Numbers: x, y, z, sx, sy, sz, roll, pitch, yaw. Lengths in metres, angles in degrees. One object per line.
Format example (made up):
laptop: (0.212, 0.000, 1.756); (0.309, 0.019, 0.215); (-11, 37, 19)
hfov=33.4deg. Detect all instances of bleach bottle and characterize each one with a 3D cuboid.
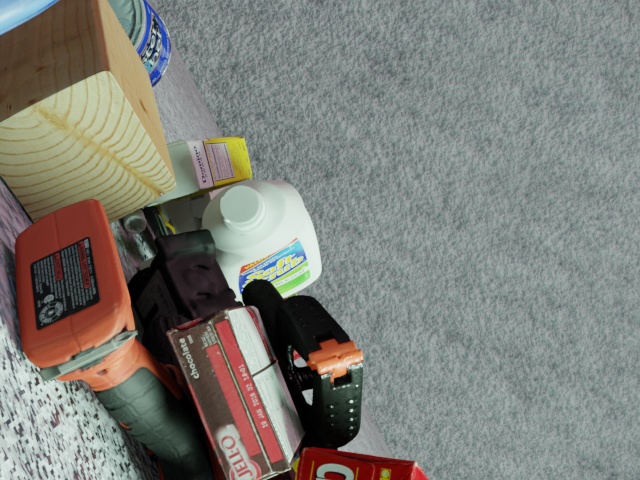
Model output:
bleach bottle: (-0.056, 0.001, 0.867); (0.251, 0.102, 0.068); (69, -2, -79)

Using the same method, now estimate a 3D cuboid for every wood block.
wood block: (-0.166, -0.094, 0.721); (0.090, 0.090, 0.206); (62, 1, -31)

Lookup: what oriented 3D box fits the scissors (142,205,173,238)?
scissors: (-0.142, -0.015, 0.930); (0.096, 0.016, 0.202); (59, -10, 23)

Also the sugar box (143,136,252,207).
sugar box: (-0.121, -0.054, 0.871); (0.176, 0.093, 0.048); (-44, 119, -77)

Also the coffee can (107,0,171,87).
coffee can: (-0.203, -0.195, 1.009); (0.103, 0.103, 0.140); (62, 1, 2)

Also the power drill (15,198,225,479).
power drill: (-0.101, 0.066, 0.608); (0.187, 0.057, 0.184); (61, 2, -42)

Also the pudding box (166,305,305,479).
pudding box: (-0.044, 0.083, 0.593); (0.113, 0.039, 0.090); (16, 53, -85)

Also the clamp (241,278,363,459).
clamp: (-0.005, 0.096, 0.677); (0.210, 0.036, 0.164); (150, -77, -76)
